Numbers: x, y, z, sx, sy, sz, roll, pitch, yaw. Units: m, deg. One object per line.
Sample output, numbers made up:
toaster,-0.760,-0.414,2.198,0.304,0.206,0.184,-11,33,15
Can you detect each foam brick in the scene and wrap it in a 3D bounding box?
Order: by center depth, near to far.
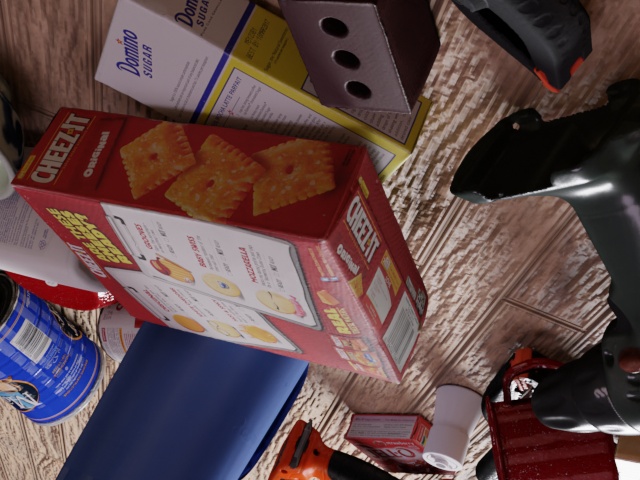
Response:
foam brick,0.021,-0.107,0.525,0.053,0.051,0.078,8,149,26

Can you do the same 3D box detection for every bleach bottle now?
bleach bottle,-0.252,-0.034,0.814,0.251,0.102,0.068,13,166,29

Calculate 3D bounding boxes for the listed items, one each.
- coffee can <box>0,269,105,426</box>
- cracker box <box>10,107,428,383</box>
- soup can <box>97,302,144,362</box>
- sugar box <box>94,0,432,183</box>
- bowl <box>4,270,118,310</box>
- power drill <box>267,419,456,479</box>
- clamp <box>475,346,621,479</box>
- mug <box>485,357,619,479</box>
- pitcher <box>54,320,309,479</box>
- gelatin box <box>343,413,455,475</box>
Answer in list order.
coffee can,-0.298,0.108,1.065,0.103,0.102,0.140,0,145,35
cracker box,-0.054,0.001,0.654,0.214,0.072,0.164,11,151,28
soup can,-0.138,0.076,0.935,0.102,0.068,0.068,-3,143,39
sugar box,-0.035,-0.087,0.608,0.176,0.048,0.093,30,152,-8
bowl,-0.215,0.012,0.893,0.162,0.055,0.162,17,152,9
power drill,0.044,0.250,1.056,0.187,0.057,0.185,22,150,0
clamp,0.178,0.157,0.875,0.165,0.036,0.209,-7,139,30
mug,0.165,0.142,0.771,0.081,0.117,0.093,-9,-175,6
pitcher,-0.091,0.125,0.800,0.149,0.242,0.145,33,153,-7
gelatin box,0.078,0.197,1.027,0.089,0.030,0.073,-9,139,44
